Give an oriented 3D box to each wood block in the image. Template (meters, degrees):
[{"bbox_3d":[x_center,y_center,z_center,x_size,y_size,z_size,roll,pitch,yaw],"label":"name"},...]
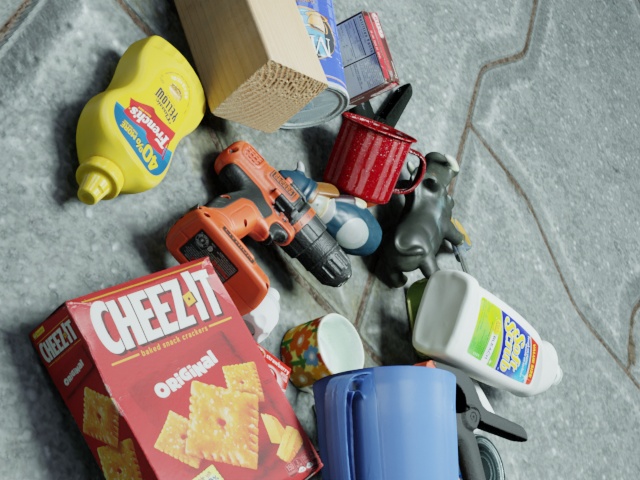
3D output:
[{"bbox_3d":[-0.081,-0.225,1.093,0.090,0.090,0.206,13,48,-48],"label":"wood block"}]

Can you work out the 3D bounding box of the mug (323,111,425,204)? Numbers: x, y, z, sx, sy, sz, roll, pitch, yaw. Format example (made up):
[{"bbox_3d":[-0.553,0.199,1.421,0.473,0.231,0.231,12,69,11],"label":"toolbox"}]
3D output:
[{"bbox_3d":[0.064,-0.089,1.217,0.117,0.081,0.093,17,12,-18],"label":"mug"}]

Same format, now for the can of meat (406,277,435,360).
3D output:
[{"bbox_3d":[0.153,0.097,1.287,0.083,0.058,0.102,13,62,-47],"label":"can of meat"}]

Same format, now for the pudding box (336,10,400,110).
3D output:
[{"bbox_3d":[0.028,-0.202,1.235,0.039,0.114,0.090,-8,79,-57],"label":"pudding box"}]

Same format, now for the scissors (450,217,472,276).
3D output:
[{"bbox_3d":[0.183,0.020,1.350,0.096,0.016,0.202,42,23,-46],"label":"scissors"}]

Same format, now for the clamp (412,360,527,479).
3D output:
[{"bbox_3d":[0.165,0.196,1.178,0.120,0.039,0.171,-38,102,-47],"label":"clamp"}]

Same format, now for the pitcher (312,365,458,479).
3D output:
[{"bbox_3d":[0.058,0.235,0.940,0.149,0.145,0.243,5,68,-18],"label":"pitcher"}]

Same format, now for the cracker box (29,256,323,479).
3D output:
[{"bbox_3d":[-0.113,0.133,0.876,0.163,0.072,0.214,-19,76,-50],"label":"cracker box"}]

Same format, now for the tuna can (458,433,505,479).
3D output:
[{"bbox_3d":[0.181,0.271,1.250,0.086,0.034,0.086,28,52,-42],"label":"tuna can"}]

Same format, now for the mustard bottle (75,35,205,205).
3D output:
[{"bbox_3d":[-0.172,-0.099,0.973,0.096,0.058,0.191,59,36,-31],"label":"mustard bottle"}]

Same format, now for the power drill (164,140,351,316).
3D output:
[{"bbox_3d":[-0.057,0.001,1.031,0.184,0.057,0.187,46,27,-4],"label":"power drill"}]

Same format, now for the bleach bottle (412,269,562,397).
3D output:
[{"bbox_3d":[0.211,0.120,1.248,0.250,0.068,0.102,27,78,-43],"label":"bleach bottle"}]

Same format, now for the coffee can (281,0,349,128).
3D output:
[{"bbox_3d":[-0.029,-0.208,1.176,0.102,0.103,0.140,14,61,-48],"label":"coffee can"}]

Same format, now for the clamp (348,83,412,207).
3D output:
[{"bbox_3d":[0.058,-0.143,1.307,0.164,0.036,0.210,32,51,-41],"label":"clamp"}]
